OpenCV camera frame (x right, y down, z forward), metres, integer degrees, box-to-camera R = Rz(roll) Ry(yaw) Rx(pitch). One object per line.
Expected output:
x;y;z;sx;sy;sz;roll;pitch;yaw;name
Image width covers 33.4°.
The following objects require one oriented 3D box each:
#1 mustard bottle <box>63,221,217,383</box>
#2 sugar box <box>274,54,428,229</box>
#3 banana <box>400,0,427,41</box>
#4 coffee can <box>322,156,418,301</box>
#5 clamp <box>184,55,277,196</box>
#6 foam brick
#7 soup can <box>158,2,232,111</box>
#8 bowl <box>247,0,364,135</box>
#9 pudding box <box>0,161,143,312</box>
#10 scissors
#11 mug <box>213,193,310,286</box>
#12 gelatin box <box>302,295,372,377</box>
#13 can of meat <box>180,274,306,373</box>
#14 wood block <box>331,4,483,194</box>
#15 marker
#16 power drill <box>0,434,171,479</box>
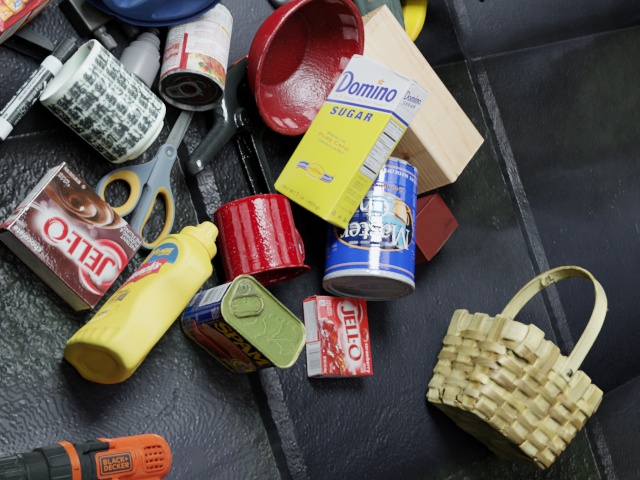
-0.156;0.049;1.015;0.058;0.096;0.191;50;53;-17;mustard bottle
0.031;-0.109;1.160;0.048;0.093;0.176;25;95;-51;sugar box
0.104;-0.352;1.381;0.069;0.037;0.198;-19;89;-22;banana
0.057;-0.013;1.202;0.102;0.103;0.140;17;67;-35;coffee can
-0.083;-0.117;1.160;0.120;0.039;0.171;37;54;-40;clamp
0.118;-0.012;1.286;0.078;0.051;0.053;-46;108;-37;foam brick
-0.129;-0.196;1.116;0.068;0.069;0.102;24;55;-32;soup can
-0.026;-0.198;1.152;0.161;0.055;0.162;-31;138;-33;bowl
-0.234;-0.002;1.003;0.113;0.039;0.090;46;54;-20;pudding box
-0.175;-0.089;1.091;0.096;0.016;0.201;21;65;-33;scissors
-0.057;0.001;1.118;0.117;0.093;0.081;1;72;-51;mug
0.019;0.107;1.186;0.073;0.030;0.089;6;75;-38;gelatin box
-0.079;0.088;1.075;0.102;0.084;0.057;44;55;-22;can of meat
0.089;-0.163;1.277;0.206;0.091;0.090;51;52;-17;wood block
-0.269;-0.146;1.006;0.020;0.020;0.121;42;72;-23;marker
-0.206;0.269;0.939;0.184;0.057;0.187;-1;79;-39;power drill
